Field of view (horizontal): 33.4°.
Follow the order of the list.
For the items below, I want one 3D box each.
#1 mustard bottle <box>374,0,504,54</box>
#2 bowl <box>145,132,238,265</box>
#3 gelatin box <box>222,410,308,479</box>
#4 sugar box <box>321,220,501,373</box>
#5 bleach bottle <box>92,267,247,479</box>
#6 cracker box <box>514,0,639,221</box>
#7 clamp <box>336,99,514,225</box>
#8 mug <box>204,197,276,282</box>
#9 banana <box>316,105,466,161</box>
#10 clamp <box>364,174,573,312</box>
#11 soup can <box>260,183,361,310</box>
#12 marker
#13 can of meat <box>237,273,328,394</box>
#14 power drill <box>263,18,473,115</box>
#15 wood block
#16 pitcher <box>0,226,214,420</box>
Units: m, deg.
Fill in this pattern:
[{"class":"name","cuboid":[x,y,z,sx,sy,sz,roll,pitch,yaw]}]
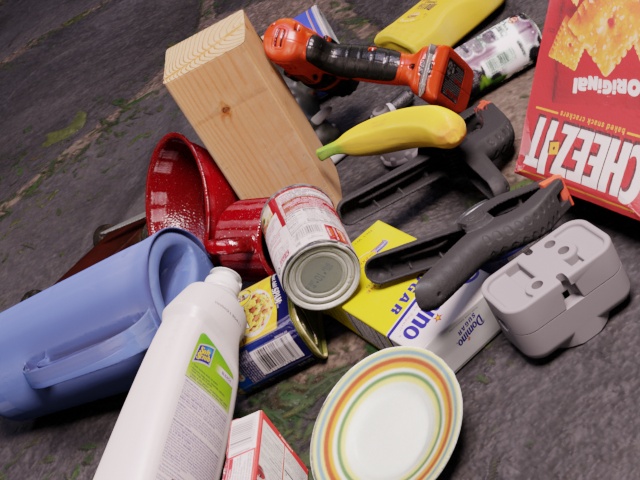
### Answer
[{"class":"mustard bottle","cuboid":[0.159,-0.274,1.253,0.191,0.058,0.096,-40,26,-13]},{"class":"bowl","cuboid":[-0.129,-0.033,1.121,0.055,0.162,0.162,-5,16,-31]},{"class":"gelatin box","cuboid":[-0.040,0.179,0.765,0.030,0.073,0.089,-23,32,18]},{"class":"sugar box","cuboid":[0.071,0.047,0.882,0.093,0.048,0.176,-41,30,-14]},{"class":"bleach bottle","cuboid":[-0.104,0.132,0.830,0.068,0.102,0.250,-9,46,30]},{"class":"cracker box","cuboid":[0.242,-0.135,0.831,0.072,0.214,0.164,2,16,-29]},{"class":"clamp","cuboid":[0.130,-0.076,0.976,0.165,0.036,0.209,-2,29,39]},{"class":"mug","cuboid":[-0.057,0.001,1.012,0.117,0.093,0.082,-12,7,-40]},{"class":"banana","cuboid":[0.078,-0.096,0.978,0.069,0.037,0.198,-44,21,-28]},{"class":"clamp","cuboid":[0.116,-0.001,0.836,0.171,0.039,0.120,-29,22,-20]},{"class":"soup can","cuboid":[-0.009,0.004,0.903,0.068,0.068,0.102,-30,32,4]},{"class":"marker","cuboid":[0.056,-0.126,1.174,0.121,0.020,0.020,-38,31,-10]},{"class":"can of meat","cuboid":[-0.046,0.077,0.936,0.084,0.057,0.102,-28,31,11]},{"class":"power drill","cuboid":[0.055,-0.169,1.081,0.188,0.184,0.057,13,91,24]},{"class":"wood block","cuboid":[-0.065,-0.112,1.080,0.091,0.206,0.090,-25,31,11]},{"class":"pitcher","cuboid":[-0.214,0.091,0.999,0.243,0.149,0.145,-22,56,24]}]
